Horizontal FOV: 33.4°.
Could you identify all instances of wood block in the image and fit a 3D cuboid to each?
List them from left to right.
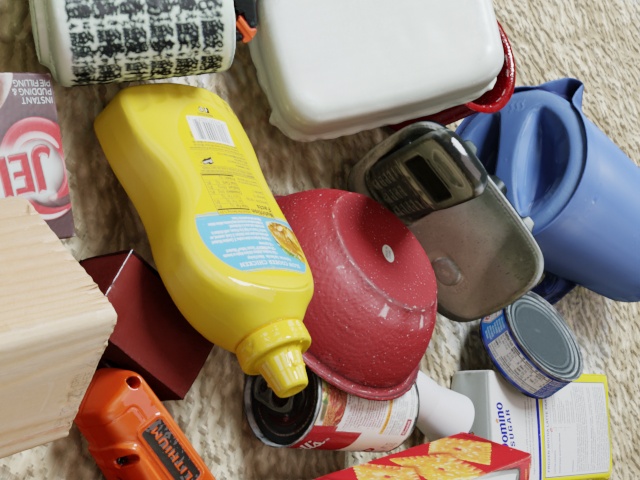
[{"bbox_3d":[-0.203,0.052,0.446,0.205,0.090,0.091,-12,50,-47],"label":"wood block"}]

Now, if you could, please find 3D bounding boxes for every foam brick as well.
[{"bbox_3d":[-0.106,0.050,0.601,0.078,0.053,0.051,45,53,-31],"label":"foam brick"}]

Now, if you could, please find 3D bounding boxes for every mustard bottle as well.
[{"bbox_3d":[-0.054,0.001,0.604,0.096,0.058,0.192,5,51,-52],"label":"mustard bottle"}]

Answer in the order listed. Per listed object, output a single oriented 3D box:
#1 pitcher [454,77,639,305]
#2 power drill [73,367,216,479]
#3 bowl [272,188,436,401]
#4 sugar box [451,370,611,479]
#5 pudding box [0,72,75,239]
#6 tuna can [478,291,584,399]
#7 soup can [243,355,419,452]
[{"bbox_3d":[0.215,-0.018,0.912,0.242,0.149,0.145,25,50,-45],"label":"pitcher"},{"bbox_3d":[-0.146,0.152,0.540,0.187,0.057,0.184,-49,118,-38],"label":"power drill"},{"bbox_3d":[0.024,0.021,0.693,0.162,0.055,0.162,33,33,-26],"label":"bowl"},{"bbox_3d":[0.178,0.156,0.890,0.175,0.048,0.093,9,76,-42],"label":"sugar box"},{"bbox_3d":[-0.185,-0.038,0.543,0.113,0.039,0.090,-11,92,-47],"label":"pudding box"},{"bbox_3d":[0.168,0.083,0.851,0.086,0.034,0.086,29,36,-25],"label":"tuna can"},{"bbox_3d":[0.009,0.104,0.703,0.102,0.069,0.068,15,73,-45],"label":"soup can"}]
